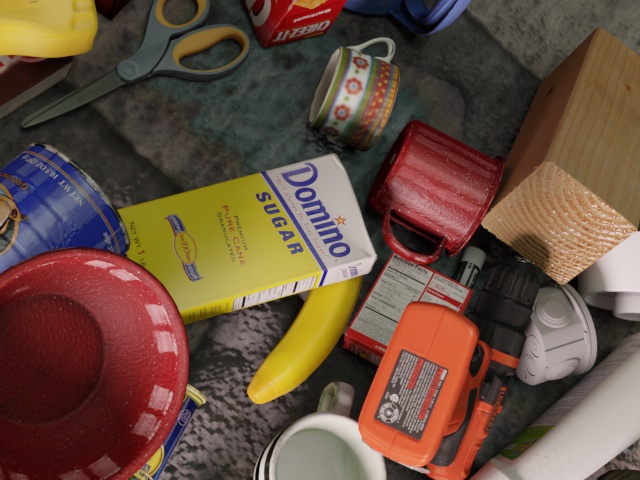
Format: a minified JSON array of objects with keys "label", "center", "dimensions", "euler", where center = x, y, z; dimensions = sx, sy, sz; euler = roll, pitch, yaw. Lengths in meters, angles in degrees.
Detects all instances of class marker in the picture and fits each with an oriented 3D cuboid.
[{"label":"marker","center":[0.107,0.059,0.880],"dimensions":[0.020,0.020,0.121],"euler":[30,66,-9]}]

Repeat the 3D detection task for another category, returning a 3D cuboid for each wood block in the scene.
[{"label":"wood block","center":[0.218,-0.075,0.890],"dimensions":[0.090,0.091,0.205],"euler":[36,47,-6]}]

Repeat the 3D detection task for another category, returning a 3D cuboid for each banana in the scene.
[{"label":"banana","center":[-0.004,0.039,0.839],"dimensions":[0.069,0.037,0.197],"euler":[11,68,2]}]

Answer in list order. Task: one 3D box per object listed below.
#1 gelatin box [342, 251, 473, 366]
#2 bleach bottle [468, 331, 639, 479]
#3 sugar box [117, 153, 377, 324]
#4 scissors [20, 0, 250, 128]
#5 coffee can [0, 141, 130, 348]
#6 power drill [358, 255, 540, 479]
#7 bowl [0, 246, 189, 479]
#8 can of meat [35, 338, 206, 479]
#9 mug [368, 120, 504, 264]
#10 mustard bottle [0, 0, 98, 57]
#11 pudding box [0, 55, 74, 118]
[{"label":"gelatin box","center":[0.070,0.062,0.849],"dimensions":[0.073,0.030,0.089],"euler":[26,64,12]},{"label":"bleach bottle","center":[0.188,0.165,0.844],"dimensions":[0.250,0.103,0.068],"euler":[-33,82,-19]},{"label":"sugar box","center":[-0.055,0.001,0.802],"dimensions":[0.176,0.048,0.093],"euler":[-17,72,-10]},{"label":"scissors","center":[-0.153,-0.153,0.853],"dimensions":[0.201,0.016,0.096],"euler":[-16,78,-24]},{"label":"coffee can","center":[-0.216,0.015,0.729],"dimensions":[0.103,0.103,0.140],"euler":[46,64,-2]},{"label":"power drill","center":[0.100,0.090,0.764],"dimensions":[0.057,0.187,0.184],"euler":[20,90,24]},{"label":"bowl","center":[-0.165,0.081,0.672],"dimensions":[0.161,0.055,0.162],"euler":[-6,101,-34]},{"label":"can of meat","center":[-0.145,0.124,0.747],"dimensions":[0.102,0.058,0.084],"euler":[31,68,-8]},{"label":"mug","center":[0.087,-0.036,0.865],"dimensions":[0.081,0.093,0.117],"euler":[27,68,-6]},{"label":"mustard bottle","center":[-0.261,-0.167,0.750],"dimensions":[0.191,0.058,0.096],"euler":[-13,75,-24]},{"label":"pudding box","center":[-0.256,-0.136,0.797],"dimensions":[0.113,0.039,0.090],"euler":[-41,90,-26]}]
